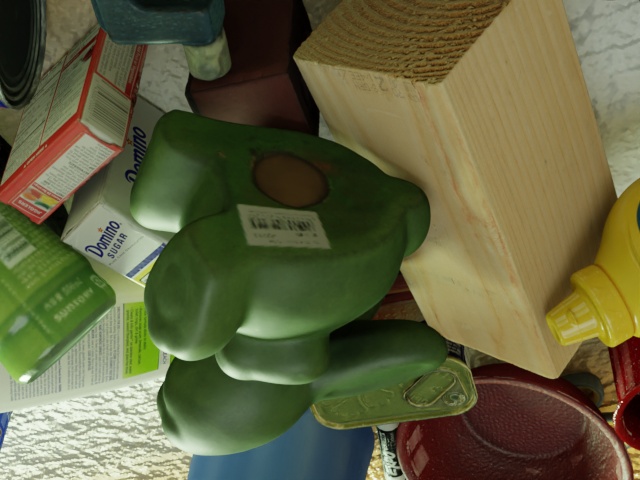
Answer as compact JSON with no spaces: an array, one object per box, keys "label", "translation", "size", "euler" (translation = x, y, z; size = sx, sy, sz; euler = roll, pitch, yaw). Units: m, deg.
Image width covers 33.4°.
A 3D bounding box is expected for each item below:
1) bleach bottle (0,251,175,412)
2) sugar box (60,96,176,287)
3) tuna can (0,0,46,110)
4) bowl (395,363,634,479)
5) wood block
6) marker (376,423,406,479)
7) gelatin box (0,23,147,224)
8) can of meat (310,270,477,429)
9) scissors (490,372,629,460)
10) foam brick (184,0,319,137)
[{"label":"bleach bottle","translation":[-0.130,0.054,0.650],"size":[0.250,0.068,0.103],"euler":[-4,128,-18]},{"label":"sugar box","translation":[-0.054,0.001,0.603],"size":[0.176,0.093,0.048],"euler":[31,129,-24]},{"label":"tuna can","translation":[-0.158,-0.106,0.506],"size":[0.034,0.086,0.086],"euler":[3,136,2]},{"label":"bowl","translation":[0.136,0.138,0.741],"size":[0.162,0.055,0.162],"euler":[11,128,13]},{"label":"wood block","translation":[0.080,-0.036,0.539],"size":[0.090,0.090,0.206],"euler":[19,150,41]},{"label":"marker","translation":[0.055,0.164,0.814],"size":[0.020,0.020,0.121],"euler":[-4,135,7]},{"label":"gelatin box","translation":[-0.125,-0.063,0.545],"size":[0.030,0.089,0.073],"euler":[34,128,-30]},{"label":"can of meat","translation":[0.043,0.064,0.667],"size":[0.102,0.084,0.057],"euler":[-10,134,13]},{"label":"scissors","translation":[0.157,0.165,0.810],"size":[0.096,0.016,0.202],"euler":[25,131,-14]},{"label":"foam brick","translation":[-0.030,-0.082,0.528],"size":[0.051,0.078,0.053],"euler":[-11,136,13]}]
